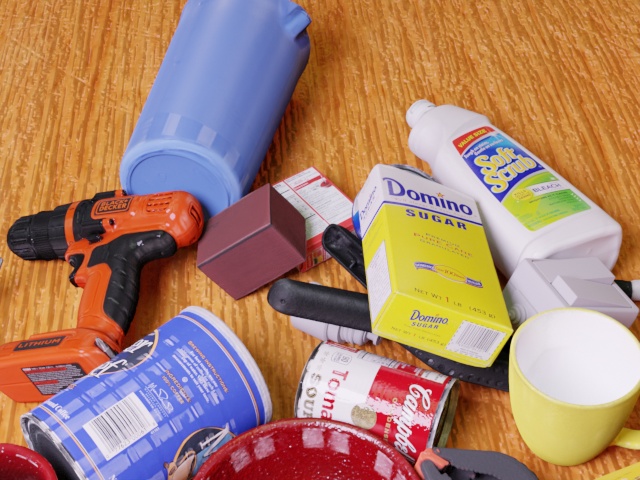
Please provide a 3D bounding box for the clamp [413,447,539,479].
[{"bbox_3d":[0.142,0.185,0.689,0.171,0.039,0.120,41,49,18],"label":"clamp"}]

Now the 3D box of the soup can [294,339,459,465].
[{"bbox_3d":[0.040,0.116,0.759,0.102,0.068,0.068,15,46,18],"label":"soup can"}]

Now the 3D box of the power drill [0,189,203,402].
[{"bbox_3d":[-0.197,0.038,0.850,0.185,0.057,0.187,-8,45,23],"label":"power drill"}]

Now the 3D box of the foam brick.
[{"bbox_3d":[-0.056,0.001,0.875,0.078,0.051,0.053,-29,38,24],"label":"foam brick"}]

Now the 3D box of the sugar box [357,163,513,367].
[{"bbox_3d":[0.081,0.013,0.797,0.093,0.048,0.176,19,34,-15],"label":"sugar box"}]

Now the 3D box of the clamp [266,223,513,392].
[{"bbox_3d":[0.070,0.053,0.819,0.210,0.036,0.164,24,23,0],"label":"clamp"}]

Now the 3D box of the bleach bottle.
[{"bbox_3d":[0.146,-0.049,0.935,0.102,0.068,0.251,-18,43,-22],"label":"bleach bottle"}]

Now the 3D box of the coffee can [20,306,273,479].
[{"bbox_3d":[-0.118,0.124,0.736,0.140,0.103,0.103,-33,51,-28],"label":"coffee can"}]

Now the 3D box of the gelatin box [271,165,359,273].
[{"bbox_3d":[-0.012,-0.020,0.936,0.073,0.030,0.089,-28,49,-22],"label":"gelatin box"}]

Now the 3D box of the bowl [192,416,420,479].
[{"bbox_3d":[-0.009,0.194,0.689,0.162,0.055,0.162,-2,43,1],"label":"bowl"}]

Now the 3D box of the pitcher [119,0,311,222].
[{"bbox_3d":[-0.104,-0.117,0.979,0.145,0.149,0.242,15,45,1],"label":"pitcher"}]
